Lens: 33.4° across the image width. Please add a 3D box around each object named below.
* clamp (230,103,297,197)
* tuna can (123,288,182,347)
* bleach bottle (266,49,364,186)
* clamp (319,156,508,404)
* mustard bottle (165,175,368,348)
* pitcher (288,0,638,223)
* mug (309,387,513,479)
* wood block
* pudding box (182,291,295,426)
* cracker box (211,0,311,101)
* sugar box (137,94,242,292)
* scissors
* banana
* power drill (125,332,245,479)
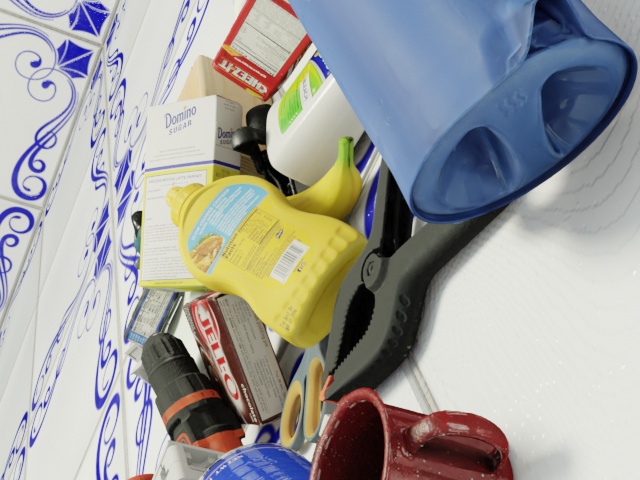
[{"bbox_3d":[-0.049,-0.084,0.978,0.171,0.039,0.120,-101,-9,-53],"label":"clamp"},{"bbox_3d":[-0.166,0.068,1.078,0.086,0.033,0.086,-156,92,-86],"label":"tuna can"},{"bbox_3d":[0.041,-0.162,0.858,0.251,0.068,0.102,-54,22,34],"label":"bleach bottle"},{"bbox_3d":[0.054,0.021,0.711,0.210,0.036,0.165,-70,24,7],"label":"clamp"},{"bbox_3d":[-0.055,0.001,0.835,0.192,0.058,0.096,30,82,35],"label":"mustard bottle"},{"bbox_3d":[0.046,-0.132,0.589,0.149,0.144,0.243,-43,62,23],"label":"pitcher"},{"bbox_3d":[0.054,0.125,0.561,0.117,0.081,0.093,-56,26,39],"label":"mug"},{"bbox_3d":[-0.103,-0.104,1.141,0.091,0.090,0.206,-60,23,28],"label":"wood block"},{"bbox_3d":[-0.070,0.096,0.890,0.113,0.039,0.090,68,157,-2],"label":"pudding box"},{"bbox_3d":[-0.006,-0.229,0.932,0.164,0.072,0.214,-58,8,-18],"label":"cracker box"},{"bbox_3d":[-0.121,-0.041,0.997,0.094,0.048,0.176,-3,79,36],"label":"sugar box"},{"bbox_3d":[-0.008,0.082,0.851,0.201,0.016,0.096,-91,26,-44],"label":"scissors"},{"bbox_3d":[-0.034,-0.031,0.890,0.198,0.037,0.069,-17,96,37],"label":"banana"},{"bbox_3d":[-0.128,0.196,0.925,0.184,0.057,0.188,59,139,28],"label":"power drill"}]
